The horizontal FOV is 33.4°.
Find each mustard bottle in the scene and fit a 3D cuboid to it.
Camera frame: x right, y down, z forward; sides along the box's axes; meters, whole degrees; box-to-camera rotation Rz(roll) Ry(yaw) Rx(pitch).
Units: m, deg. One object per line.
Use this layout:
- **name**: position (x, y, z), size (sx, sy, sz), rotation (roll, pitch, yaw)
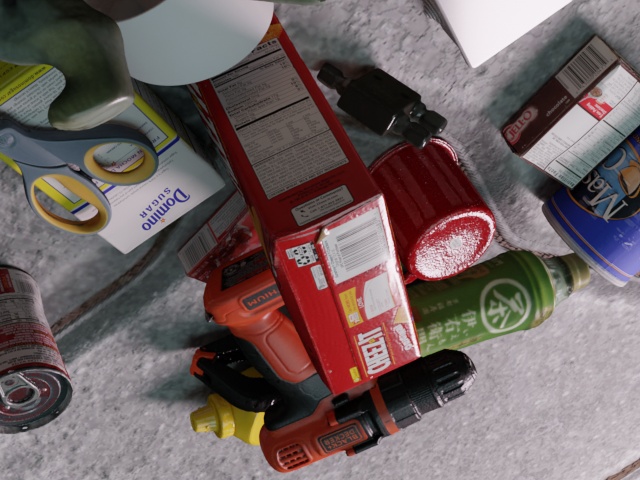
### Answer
- **mustard bottle**: position (-0.027, 0.145, 0.988), size (0.191, 0.058, 0.096), rotation (-12, 141, -22)

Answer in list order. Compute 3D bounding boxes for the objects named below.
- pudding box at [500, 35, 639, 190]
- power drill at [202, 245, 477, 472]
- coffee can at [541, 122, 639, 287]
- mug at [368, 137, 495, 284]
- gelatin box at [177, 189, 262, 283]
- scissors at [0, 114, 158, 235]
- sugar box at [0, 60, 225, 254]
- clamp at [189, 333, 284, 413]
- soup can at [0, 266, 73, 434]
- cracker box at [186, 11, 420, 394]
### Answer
- **pudding box**: position (0.219, -0.103, 0.889), size (0.114, 0.039, 0.089), rotation (-44, 140, 20)
- **power drill**: position (0.009, 0.082, 0.824), size (0.184, 0.057, 0.187), rotation (-25, 115, 7)
- **coffee can**: position (0.281, -0.043, 0.941), size (0.102, 0.103, 0.140), rotation (23, 118, -45)
- **mug**: position (0.082, -0.014, 0.865), size (0.093, 0.081, 0.117), rotation (11, 126, -39)
- **gelatin box**: position (-0.055, 0.001, 0.836), size (0.089, 0.030, 0.073), rotation (-45, 139, 18)
- **scissors**: position (-0.166, -0.068, 0.628), size (0.096, 0.016, 0.201), rotation (-28, 144, 2)
- **sugar box**: position (-0.146, -0.067, 0.694), size (0.093, 0.048, 0.176), rotation (-33, 145, 7)
- **clamp**: position (-0.024, 0.109, 0.930), size (0.171, 0.120, 0.039), rotation (17, 132, -6)
- **soup can**: position (-0.221, 0.076, 0.756), size (0.068, 0.102, 0.068), rotation (-17, 140, -15)
- **cracker box**: position (-0.018, -0.034, 0.674), size (0.072, 0.214, 0.164), rotation (-24, 141, -5)
